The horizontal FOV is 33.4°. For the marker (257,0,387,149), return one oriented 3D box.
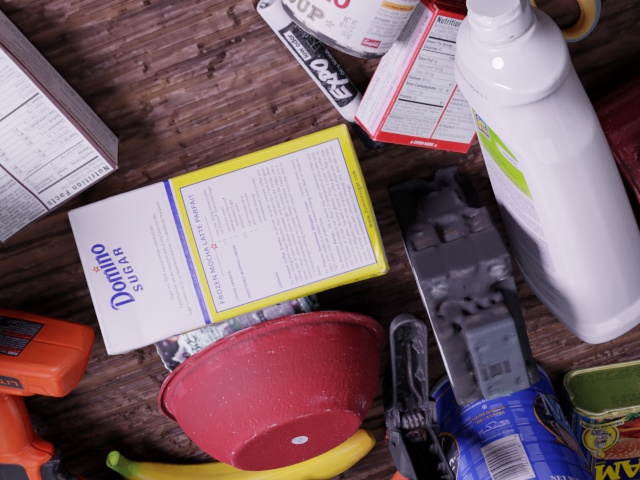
[{"bbox_3d":[0.005,-0.097,0.630,0.020,0.020,0.121,-33,125,13],"label":"marker"}]

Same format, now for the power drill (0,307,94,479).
[{"bbox_3d":[-0.181,0.139,0.712,0.184,0.057,0.188,9,123,12],"label":"power drill"}]

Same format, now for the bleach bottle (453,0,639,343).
[{"bbox_3d":[0.132,-0.044,0.610,0.068,0.103,0.250,-36,139,-3],"label":"bleach bottle"}]

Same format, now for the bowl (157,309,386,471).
[{"bbox_3d":[-0.024,0.110,0.715,0.162,0.055,0.162,-16,151,-9],"label":"bowl"}]

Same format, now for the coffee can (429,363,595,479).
[{"bbox_3d":[0.139,0.166,0.769,0.102,0.140,0.103,-5,126,-7],"label":"coffee can"}]

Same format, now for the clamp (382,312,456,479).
[{"bbox_3d":[0.065,0.132,0.737,0.039,0.120,0.171,-4,155,1],"label":"clamp"}]

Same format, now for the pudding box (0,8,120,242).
[{"bbox_3d":[-0.183,-0.064,0.609,0.090,0.039,0.113,-31,127,12],"label":"pudding box"}]

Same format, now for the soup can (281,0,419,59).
[{"bbox_3d":[0.030,-0.156,0.562,0.068,0.068,0.102,18,121,-22],"label":"soup can"}]

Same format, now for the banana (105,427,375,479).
[{"bbox_3d":[-0.058,0.174,0.796,0.197,0.037,0.070,-5,148,-11],"label":"banana"}]

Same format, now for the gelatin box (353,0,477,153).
[{"bbox_3d":[0.070,-0.098,0.623,0.073,0.030,0.089,3,125,-34],"label":"gelatin box"}]

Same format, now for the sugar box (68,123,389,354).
[{"bbox_3d":[-0.054,0.001,0.649,0.176,0.048,0.093,-17,85,5],"label":"sugar box"}]
